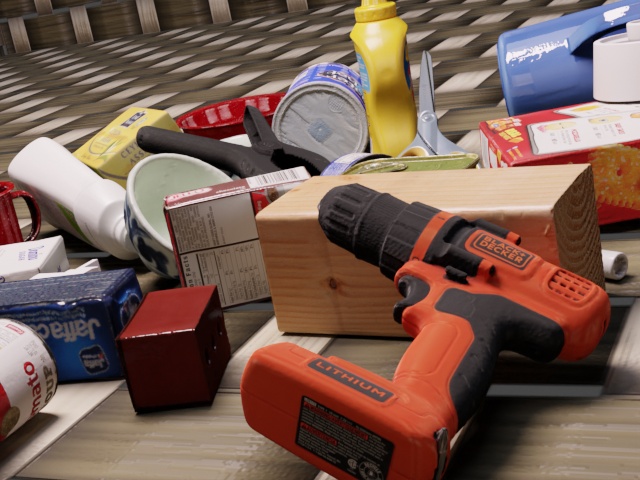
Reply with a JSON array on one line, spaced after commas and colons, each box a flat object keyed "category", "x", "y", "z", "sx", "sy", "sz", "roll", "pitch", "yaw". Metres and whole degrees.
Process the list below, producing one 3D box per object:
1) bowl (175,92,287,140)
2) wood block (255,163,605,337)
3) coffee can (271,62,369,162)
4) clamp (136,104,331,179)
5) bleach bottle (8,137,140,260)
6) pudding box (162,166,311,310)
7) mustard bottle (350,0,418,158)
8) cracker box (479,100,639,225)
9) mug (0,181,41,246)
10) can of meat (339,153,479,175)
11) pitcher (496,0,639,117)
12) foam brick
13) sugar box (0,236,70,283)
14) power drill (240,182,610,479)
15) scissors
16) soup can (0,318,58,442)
[{"category": "bowl", "x": -0.098, "y": -0.138, "z": 1.333, "sx": 0.162, "sy": 0.055, "sz": 0.162, "roll": -10, "pitch": 17, "yaw": 3}, {"category": "wood block", "x": 0.072, "y": 0.007, "z": 0.708, "sx": 0.206, "sy": 0.091, "sz": 0.090, "roll": 0, "pitch": 20, "yaw": 30}, {"category": "coffee can", "x": 0.005, "y": -0.136, "z": 1.183, "sx": 0.103, "sy": 0.103, "sz": 0.140, "roll": -9, "pitch": 17, "yaw": 7}, {"category": "clamp", "x": -0.064, "y": -0.076, "z": 1.027, "sx": 0.164, "sy": 0.036, "sz": 0.210, "roll": -15, "pitch": 37, "yaw": -42}, {"category": "bleach bottle", "x": -0.218, "y": -0.030, "z": 1.025, "sx": 0.068, "sy": 0.102, "sz": 0.251, "roll": -46, "pitch": 35, "yaw": -12}, {"category": "pudding box", "x": -0.055, "y": 0.001, "z": 0.810, "sx": 0.113, "sy": 0.090, "sz": 0.039, "roll": -12, "pitch": 19, "yaw": -5}, {"category": "mustard bottle", "x": 0.066, "y": -0.160, "z": 1.069, "sx": 0.058, "sy": 0.191, "sz": 0.096, "roll": -9, "pitch": 17, "yaw": 5}, {"category": "cracker box", "x": 0.249, "y": -0.069, "z": 0.873, "sx": 0.213, "sy": 0.072, "sz": 0.164, "roll": -10, "pitch": 17, "yaw": 2}, {"category": "mug", "x": -0.316, "y": -0.007, "z": 1.010, "sx": 0.093, "sy": 0.081, "sz": 0.117, "roll": 4, "pitch": 23, "yaw": 41}, {"category": "can of meat", "x": 0.071, "y": -0.016, "z": 0.791, "sx": 0.102, "sy": 0.084, "sz": 0.057, "roll": -1, "pitch": 19, "yaw": 30}, {"category": "pitcher", "x": 0.313, "y": -0.195, "z": 1.127, "sx": 0.243, "sy": 0.149, "sz": 0.145, "roll": -10, "pitch": 28, "yaw": 15}, {"category": "foam brick", "x": -0.092, "y": 0.068, "z": 0.684, "sx": 0.051, "sy": 0.053, "sz": 0.078, "roll": -9, "pitch": 18, "yaw": 8}, {"category": "sugar box", "x": -0.313, "y": 0.041, "z": 0.919, "sx": 0.176, "sy": 0.048, "sz": 0.093, "roll": -7, "pitch": 17, "yaw": 2}, {"category": "power drill", "x": 0.041, "y": 0.043, "z": 0.570, "sx": 0.185, "sy": 0.057, "sz": 0.187, "roll": 24, "pitch": 41, "yaw": 24}, {"category": "scissors", "x": 0.118, "y": -0.102, "z": 0.998, "sx": 0.096, "sy": 0.016, "sz": 0.201, "roll": 11, "pitch": 56, "yaw": 16}, {"category": "soup can", "x": -0.214, "y": 0.097, "z": 0.643, "sx": 0.069, "sy": 0.068, "sz": 0.102, "roll": -3, "pitch": 18, "yaw": 24}]
